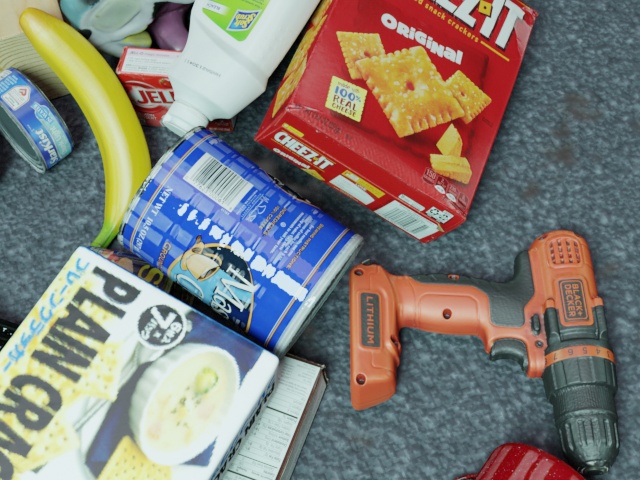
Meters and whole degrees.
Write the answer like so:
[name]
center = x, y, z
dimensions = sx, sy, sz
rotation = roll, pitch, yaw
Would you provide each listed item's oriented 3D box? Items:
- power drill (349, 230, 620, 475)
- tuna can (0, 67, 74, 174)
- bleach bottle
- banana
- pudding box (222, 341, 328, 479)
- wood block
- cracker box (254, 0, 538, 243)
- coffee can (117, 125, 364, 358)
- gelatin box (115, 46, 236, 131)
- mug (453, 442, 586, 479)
[power drill]
center = 0.114, 0.080, 0.764
dimensions = 0.187, 0.057, 0.184
rotation = -1, 57, 1
[tuna can]
center = -0.240, -0.098, 0.873
dimensions = 0.033, 0.086, 0.086
rotation = -40, 66, -18
[bleach bottle]
center = -0.052, -0.193, 0.824
dimensions = 0.103, 0.068, 0.251
rotation = 25, 82, 31
[banana]
center = -0.176, -0.093, 0.847
dimensions = 0.037, 0.198, 0.069
rotation = -9, 12, 44
[pudding box]
center = -0.055, 0.129, 0.759
dimensions = 0.090, 0.039, 0.113
rotation = 18, 65, 12
[wood block]
center = -0.279, -0.226, 0.945
dimensions = 0.090, 0.091, 0.206
rotation = -19, 62, -6
[cracker box]
center = 0.066, -0.131, 0.836
dimensions = 0.164, 0.072, 0.213
rotation = 31, 64, -16
[coffee can]
center = -0.055, 0.001, 0.747
dimensions = 0.140, 0.103, 0.102
rotation = 35, 68, 5
[gelatin box]
center = -0.118, -0.124, 0.884
dimensions = 0.089, 0.073, 0.030
rotation = 5, 62, 7
[mug]
center = 0.120, 0.184, 0.694
dimensions = 0.117, 0.093, 0.081
rotation = 5, 48, 49
